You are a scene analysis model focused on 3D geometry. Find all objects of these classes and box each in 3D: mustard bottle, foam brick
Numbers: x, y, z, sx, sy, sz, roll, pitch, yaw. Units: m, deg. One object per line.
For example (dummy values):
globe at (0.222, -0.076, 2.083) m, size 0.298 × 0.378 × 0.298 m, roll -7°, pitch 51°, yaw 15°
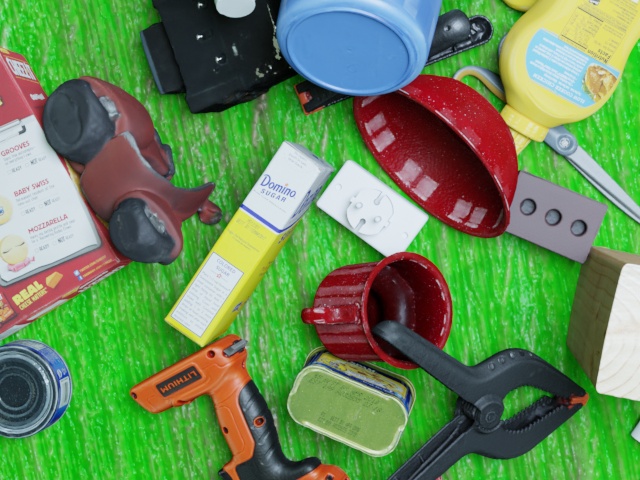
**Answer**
mustard bottle at (0.197, -0.152, 0.839) m, size 0.096 × 0.058 × 0.192 m, roll 24°, pitch 107°, yaw -19°
foam brick at (0.189, -0.020, 0.877) m, size 0.078 × 0.051 × 0.053 m, roll 23°, pitch 96°, yaw 6°

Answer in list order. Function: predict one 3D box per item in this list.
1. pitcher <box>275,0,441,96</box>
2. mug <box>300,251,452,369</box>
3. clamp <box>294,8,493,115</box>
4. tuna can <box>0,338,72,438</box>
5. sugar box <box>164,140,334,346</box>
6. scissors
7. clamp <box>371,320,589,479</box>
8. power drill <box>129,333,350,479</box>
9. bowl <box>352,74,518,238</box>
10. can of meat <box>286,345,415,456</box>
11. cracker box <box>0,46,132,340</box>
pitcher at (0.054, -0.229, 0.789) m, size 0.149 × 0.144 × 0.242 m, roll -19°, pitch 48°, yaw 43°
mug at (0.037, 0.059, 0.864) m, size 0.117 × 0.082 × 0.093 m, roll -4°, pitch 88°, yaw -35°
clamp at (0.056, -0.145, 0.858) m, size 0.171 × 0.120 × 0.039 m, roll -23°, pitch 85°, yaw 12°
tuna can at (-0.269, 0.133, 0.955) m, size 0.086 × 0.033 × 0.086 m, roll 0°, pitch 93°, yaw 7°
sugar box at (-0.056, 0.001, 0.890) m, size 0.048 × 0.093 × 0.176 m, roll 37°, pitch 97°, yaw 3°
scissors at (0.207, -0.102, 0.888) m, size 0.202 × 0.016 × 0.096 m, roll 30°, pitch 96°, yaw 5°
clamp at (0.121, 0.144, 0.852) m, size 0.209 × 0.036 × 0.164 m, roll 3°, pitch 104°, yaw -28°
power drill at (-0.086, 0.190, 0.921) m, size 0.185 × 0.057 × 0.187 m, roll -30°, pitch 90°, yaw 16°
bowl at (0.102, -0.078, 0.846) m, size 0.162 × 0.162 × 0.055 m, roll 45°, pitch 74°, yaw 3°
can of meat at (0.026, 0.134, 0.891) m, size 0.102 × 0.084 × 0.057 m, roll 22°, pitch 96°, yaw 6°
cracker box at (-0.283, -0.034, 0.930) m, size 0.164 × 0.072 × 0.214 m, roll -31°, pitch 88°, yaw 7°
